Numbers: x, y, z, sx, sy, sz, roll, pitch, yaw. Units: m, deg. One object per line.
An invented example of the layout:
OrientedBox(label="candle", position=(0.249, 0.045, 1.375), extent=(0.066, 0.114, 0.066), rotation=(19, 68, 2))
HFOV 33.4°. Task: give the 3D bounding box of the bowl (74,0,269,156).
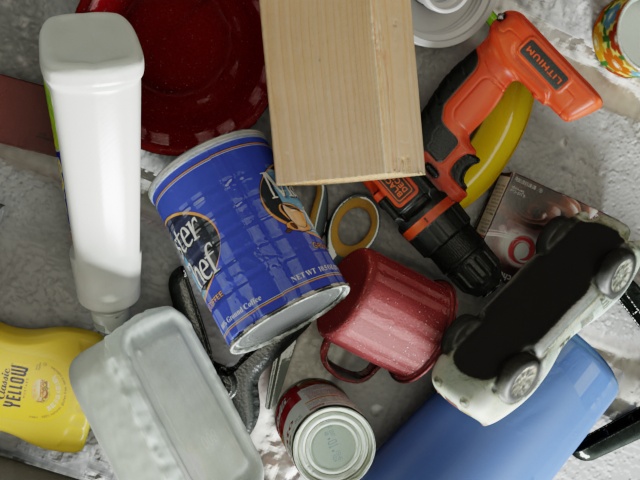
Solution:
OrientedBox(label="bowl", position=(-0.112, -0.150, 0.828), extent=(0.162, 0.055, 0.162), rotation=(-3, 111, -9))

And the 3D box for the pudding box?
OrientedBox(label="pudding box", position=(0.188, 0.002, 0.914), extent=(0.113, 0.039, 0.090), rotation=(23, 91, -12))

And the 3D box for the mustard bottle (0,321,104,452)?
OrientedBox(label="mustard bottle", position=(-0.270, 0.103, 0.832), extent=(0.191, 0.058, 0.096), rotation=(12, 93, -11))

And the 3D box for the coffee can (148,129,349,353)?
OrientedBox(label="coffee can", position=(-0.055, 0.001, 0.816), extent=(0.102, 0.103, 0.140), rotation=(-28, 77, -7))

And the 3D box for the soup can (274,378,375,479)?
OrientedBox(label="soup can", position=(0.003, 0.154, 0.862), extent=(0.068, 0.102, 0.068), rotation=(-1, 94, -9))

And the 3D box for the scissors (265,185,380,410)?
OrientedBox(label="scissors", position=(0.002, 0.042, 0.897), extent=(0.096, 0.016, 0.202), rotation=(0, 95, -10))

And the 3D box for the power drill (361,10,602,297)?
OrientedBox(label="power drill", position=(0.127, -0.073, 0.845), extent=(0.188, 0.057, 0.184), rotation=(-42, 87, 11))

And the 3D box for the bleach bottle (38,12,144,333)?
OrientedBox(label="bleach bottle", position=(-0.161, -0.033, 0.787), extent=(0.068, 0.102, 0.251), rotation=(-6, 124, -14))

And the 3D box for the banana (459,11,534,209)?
OrientedBox(label="banana", position=(0.136, -0.094, 0.901), extent=(0.070, 0.037, 0.198), rotation=(19, 89, 12))

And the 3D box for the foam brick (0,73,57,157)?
OrientedBox(label="foam brick", position=(-0.229, -0.097, 0.825), extent=(0.078, 0.051, 0.053), rotation=(15, 93, -11))

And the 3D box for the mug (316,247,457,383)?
OrientedBox(label="mug", position=(0.044, 0.066, 0.866), extent=(0.081, 0.093, 0.117), rotation=(27, 113, -21))

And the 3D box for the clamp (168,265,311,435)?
OrientedBox(label="clamp", position=(-0.091, 0.106, 0.875), extent=(0.120, 0.039, 0.171), rotation=(25, 93, 3))

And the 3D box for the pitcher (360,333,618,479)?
OrientedBox(label="pitcher", position=(0.134, 0.181, 0.885), extent=(0.145, 0.149, 0.242), rotation=(43, 83, 4))

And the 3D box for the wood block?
OrientedBox(label="wood block", position=(0.015, -0.147, 0.793), extent=(0.091, 0.090, 0.206), rotation=(-5, 91, 24))
